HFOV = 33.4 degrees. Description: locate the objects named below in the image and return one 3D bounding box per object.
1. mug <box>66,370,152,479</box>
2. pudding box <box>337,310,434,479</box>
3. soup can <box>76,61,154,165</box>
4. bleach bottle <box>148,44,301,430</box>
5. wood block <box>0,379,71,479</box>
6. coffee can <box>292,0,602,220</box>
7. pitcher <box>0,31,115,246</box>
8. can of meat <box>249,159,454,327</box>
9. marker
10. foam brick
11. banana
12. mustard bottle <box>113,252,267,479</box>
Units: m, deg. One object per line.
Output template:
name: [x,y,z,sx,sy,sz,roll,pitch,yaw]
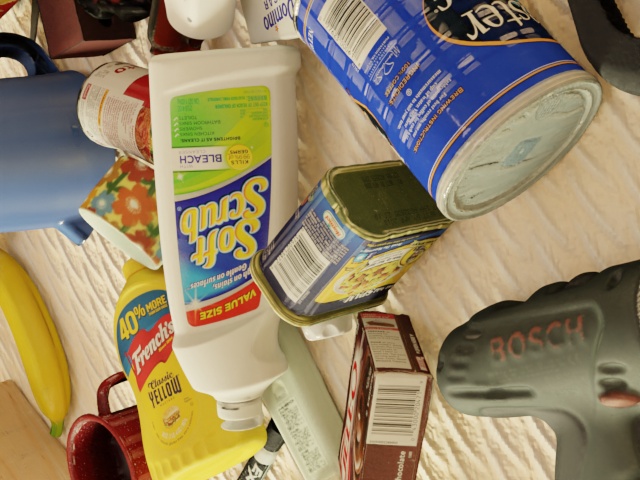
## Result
mug: [-0.146,0.161,0.853,0.093,0.081,0.117,-13,90,45]
pudding box: [0.037,0.112,0.660,0.090,0.039,0.113,-105,23,-70]
soup can: [-0.124,-0.090,0.784,0.102,0.068,0.068,22,114,40]
bleach bottle: [-0.055,0.001,0.710,0.102,0.068,0.251,-4,97,3]
wood block: [-0.285,0.239,1.004,0.206,0.090,0.091,42,126,31]
coffee can: [0.065,-0.096,0.571,0.140,0.102,0.103,53,131,23]
pitcher: [-0.297,-0.072,0.836,0.149,0.242,0.145,39,126,40]
can of meat: [0.021,-0.001,0.638,0.057,0.101,0.084,56,130,20]
marker: [-0.050,0.174,0.805,0.020,0.020,0.121,48,129,26]
foam brick: [-0.186,-0.186,0.835,0.051,0.052,0.078,-15,90,46]
banana: [-0.274,0.087,0.994,0.070,0.037,0.198,-30,78,45]
mustard bottle: [-0.110,0.082,0.805,0.096,0.058,0.192,-34,66,31]
